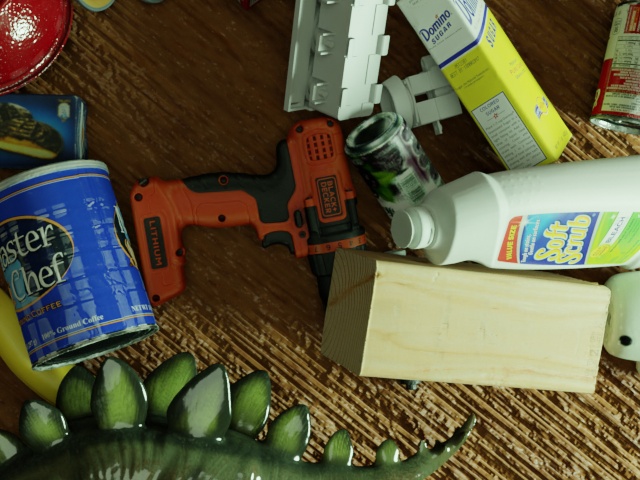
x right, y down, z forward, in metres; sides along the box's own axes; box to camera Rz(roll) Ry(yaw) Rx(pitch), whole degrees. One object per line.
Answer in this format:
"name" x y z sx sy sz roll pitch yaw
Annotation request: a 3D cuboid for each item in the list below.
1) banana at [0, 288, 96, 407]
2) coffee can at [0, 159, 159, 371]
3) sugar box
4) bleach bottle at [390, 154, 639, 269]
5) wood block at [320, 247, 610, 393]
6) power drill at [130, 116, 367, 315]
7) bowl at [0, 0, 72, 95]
"banana" -0.207 0.107 0.891 0.197 0.037 0.069 27 72 -6
"coffee can" -0.197 0.020 0.840 0.102 0.103 0.140 -19 82 -4
"sugar box" 0.137 -0.139 0.876 0.048 0.093 0.176 -30 97 27
"bleach bottle" 0.165 -0.014 0.836 0.250 0.103 0.068 -6 52 -28
"wood block" 0.116 0.064 0.861 0.205 0.091 0.090 7 94 -20
"power drill" -0.056 0.001 0.889 0.187 0.057 0.184 -11 93 -6
"bowl" -0.278 -0.192 0.833 0.162 0.055 0.162 2 69 -5
